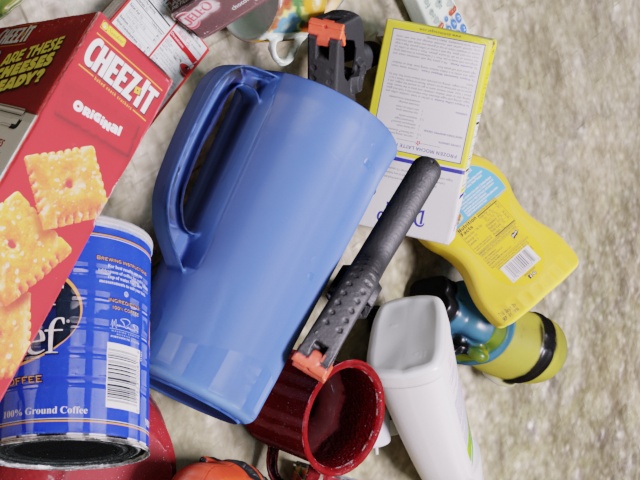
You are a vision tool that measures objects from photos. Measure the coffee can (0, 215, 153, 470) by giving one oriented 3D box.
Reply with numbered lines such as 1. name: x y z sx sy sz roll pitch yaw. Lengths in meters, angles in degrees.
1. coffee can: -0.158 0.066 0.671 0.102 0.103 0.140 19 60 -43

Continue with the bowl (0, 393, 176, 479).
1. bowl: -0.155 0.170 0.742 0.161 0.055 0.162 -4 96 -43

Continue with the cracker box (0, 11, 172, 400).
1. cracker box: -0.197 -0.021 0.613 0.072 0.164 0.213 42 65 -39

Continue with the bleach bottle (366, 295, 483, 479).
1. bleach bottle: 0.106 0.171 0.962 0.102 0.068 0.251 -78 154 -50

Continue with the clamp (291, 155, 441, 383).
1. clamp: 0.031 0.030 0.819 0.165 0.036 0.209 -63 176 31

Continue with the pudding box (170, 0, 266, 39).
1. pudding box: -0.055 -0.207 0.757 0.039 0.114 0.090 35 42 -43

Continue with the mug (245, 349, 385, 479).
1. mug: -0.012 0.145 0.858 0.093 0.082 0.117 20 83 -45

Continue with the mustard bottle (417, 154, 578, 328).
1. mustard bottle: 0.135 -0.021 0.961 0.096 0.058 0.191 -40 83 -7

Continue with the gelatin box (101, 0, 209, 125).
1. gelatin box: -0.130 -0.134 0.764 0.073 0.030 0.089 50 59 -32

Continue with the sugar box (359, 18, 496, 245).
1. sugar box: 0.086 -0.092 0.907 0.048 0.093 0.176 -37 140 -72

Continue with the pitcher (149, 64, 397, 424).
1. pitcher: -0.055 0.001 0.782 0.149 0.145 0.242 25 74 0

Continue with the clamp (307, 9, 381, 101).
1. clamp: 0.016 -0.123 0.859 0.171 0.039 0.120 26 72 -73

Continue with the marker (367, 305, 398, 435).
1. marker: 0.058 0.118 0.970 0.020 0.020 0.121 -19 106 -42
